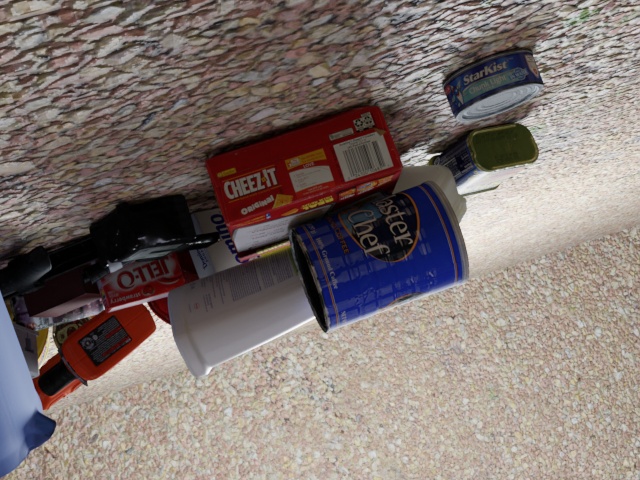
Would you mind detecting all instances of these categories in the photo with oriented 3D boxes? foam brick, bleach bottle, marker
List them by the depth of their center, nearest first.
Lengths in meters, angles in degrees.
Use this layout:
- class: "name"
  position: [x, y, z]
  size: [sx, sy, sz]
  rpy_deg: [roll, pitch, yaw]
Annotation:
- class: "bleach bottle"
  position: [-0.025, 0.047, 1.068]
  size: [0.251, 0.068, 0.102]
  rpy_deg: [-22, -147, 1]
- class: "marker"
  position: [-0.195, 0.012, 1.114]
  size: [0.121, 0.020, 0.020]
  rpy_deg: [-30, 176, -23]
- class: "foam brick"
  position: [-0.276, 0.047, 1.150]
  size: [0.078, 0.051, 0.053]
  rpy_deg: [-21, 170, 17]

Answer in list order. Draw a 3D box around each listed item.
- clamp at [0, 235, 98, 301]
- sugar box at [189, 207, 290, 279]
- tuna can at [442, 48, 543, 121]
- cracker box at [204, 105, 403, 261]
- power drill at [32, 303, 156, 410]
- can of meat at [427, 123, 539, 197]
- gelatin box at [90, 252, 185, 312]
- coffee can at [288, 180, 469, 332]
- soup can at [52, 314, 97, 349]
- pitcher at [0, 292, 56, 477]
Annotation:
- class: "clamp"
  position: [-0.286, 0.031, 1.078]
  size: [0.172, 0.039, 0.120]
  rpy_deg: [-21, 174, 37]
- class: "sugar box"
  position: [-0.058, 0.002, 1.183]
  size: [0.175, 0.093, 0.048]
  rpy_deg: [-13, 164, -36]
- class: "tuna can"
  position: [0.155, -0.138, 0.957]
  size: [0.086, 0.034, 0.086]
  rpy_deg: [-18, 171, -3]
- class: "cracker box"
  position: [-0.017, -0.050, 1.022]
  size: [0.164, 0.072, 0.214]
  rpy_deg: [-19, 172, -4]
- class: "power drill"
  position: [-0.252, 0.120, 1.239]
  size: [0.184, 0.057, 0.188]
  rpy_deg: [-41, -178, -29]
- class: "can of meat"
  position: [0.189, -0.093, 1.237]
  size: [0.101, 0.057, 0.084]
  rpy_deg: [-13, 168, -31]
- class: "gelatin box"
  position: [-0.196, 0.030, 1.139]
  size: [0.089, 0.073, 0.030]
  rpy_deg: [-15, 171, -24]
- class: "coffee can"
  position: [0.053, 0.015, 0.987]
  size: [0.140, 0.103, 0.103]
  rpy_deg: [-19, 171, -8]
- class: "soup can"
  position: [-0.318, 0.125, 1.500]
  size: [0.069, 0.068, 0.102]
  rpy_deg: [-22, 171, 22]
- class: "pitcher"
  position: [-0.342, 0.110, 0.963]
  size: [0.149, 0.145, 0.243]
  rpy_deg: [-26, 149, -24]
